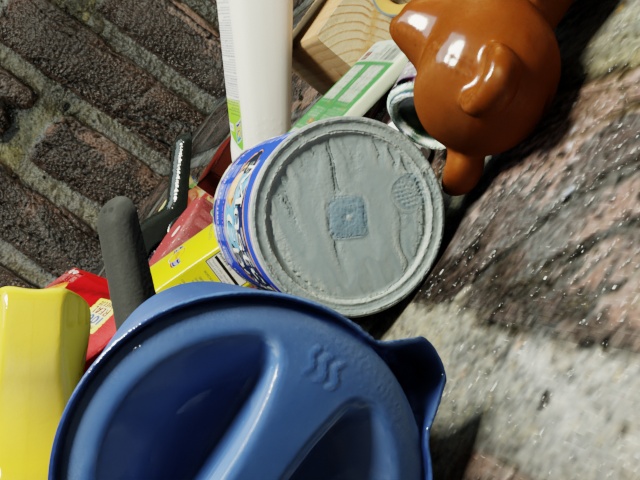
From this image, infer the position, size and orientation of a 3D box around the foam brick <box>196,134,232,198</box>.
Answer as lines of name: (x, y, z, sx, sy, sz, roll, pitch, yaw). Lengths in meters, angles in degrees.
foam brick: (-0.072, -0.060, 1.053, 0.053, 0.078, 0.051, -62, 15, -25)

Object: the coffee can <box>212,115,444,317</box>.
coffee can: (-0.002, -0.014, 0.607, 0.103, 0.102, 0.140, -56, 12, -6)

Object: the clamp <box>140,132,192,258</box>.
clamp: (-0.128, -0.015, 0.980, 0.171, 0.120, 0.039, -45, -8, -19)

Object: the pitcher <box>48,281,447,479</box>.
pitcher: (-0.054, 0.084, 0.475, 0.243, 0.149, 0.145, -171, 96, -80)

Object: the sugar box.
sugar box: (-0.055, 0.001, 0.796, 0.176, 0.048, 0.093, -37, 14, 6)

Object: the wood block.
wood block: (0.035, -0.179, 0.946, 0.091, 0.090, 0.206, -54, 12, -2)

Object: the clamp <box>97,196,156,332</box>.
clamp: (-0.095, 0.088, 0.626, 0.036, 0.164, 0.210, -12, 48, 41)

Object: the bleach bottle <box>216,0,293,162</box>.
bleach bottle: (-0.055, -0.132, 0.938, 0.103, 0.068, 0.251, -136, 43, -73)

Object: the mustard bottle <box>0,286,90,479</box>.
mustard bottle: (-0.152, 0.125, 0.557, 0.096, 0.058, 0.191, 134, 137, -69)

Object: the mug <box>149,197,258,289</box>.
mug: (-0.095, 0.022, 0.906, 0.093, 0.081, 0.117, -48, 14, 25)
